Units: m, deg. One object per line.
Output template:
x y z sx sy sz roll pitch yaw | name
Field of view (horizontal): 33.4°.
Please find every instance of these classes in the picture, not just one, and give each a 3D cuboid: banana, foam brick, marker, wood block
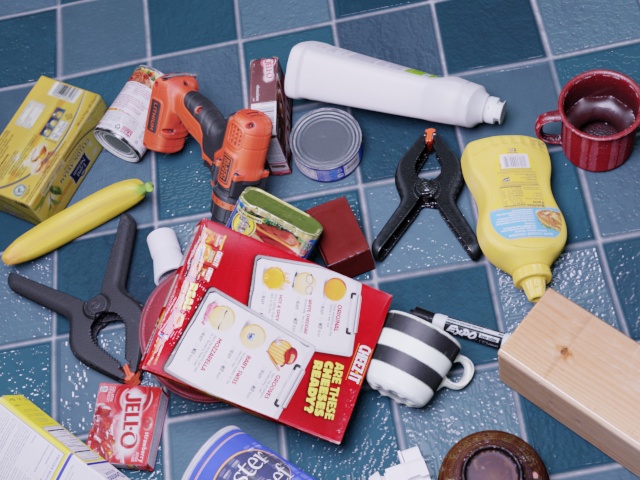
-0.286 -0.028 1.268 0.198 0.069 0.037 -29 90 1 | banana
0.021 0.000 1.198 0.051 0.053 0.078 -24 62 -2 | foam brick
0.152 0.095 1.141 0.121 0.020 0.020 16 67 18 | marker
0.285 0.149 1.047 0.206 0.090 0.090 35 75 25 | wood block

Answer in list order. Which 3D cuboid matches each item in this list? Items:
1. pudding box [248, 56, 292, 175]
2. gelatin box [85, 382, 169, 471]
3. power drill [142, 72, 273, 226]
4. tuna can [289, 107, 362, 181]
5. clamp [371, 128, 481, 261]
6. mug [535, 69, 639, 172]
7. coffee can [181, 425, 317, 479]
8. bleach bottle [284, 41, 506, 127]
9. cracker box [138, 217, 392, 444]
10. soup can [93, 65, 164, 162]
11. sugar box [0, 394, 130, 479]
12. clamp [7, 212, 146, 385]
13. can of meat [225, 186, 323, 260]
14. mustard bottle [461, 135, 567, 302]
-0.058 -0.147 1.269 0.039 0.090 0.113 -4 63 11 | pudding box
-0.209 0.200 1.151 0.073 0.030 0.089 3 64 13 | gelatin box
-0.133 -0.096 1.236 0.057 0.185 0.188 -11 40 -42 | power drill
0.008 -0.113 1.267 0.086 0.034 0.086 -3 63 6 | tuna can
0.113 -0.047 1.213 0.120 0.039 0.171 -5 59 3 | clamp
0.299 -0.128 1.193 0.117 0.081 0.093 -6 62 8 | mug
-0.057 0.261 1.048 0.140 0.103 0.102 28 71 23 | coffee can
0.091 -0.177 1.253 0.251 0.102 0.068 16 109 17 | bleach bottle
-0.057 0.094 1.093 0.213 0.072 0.164 23 79 -10 | cracker box
-0.226 -0.156 1.320 0.069 0.068 0.102 23 70 21 | soup can
-0.286 0.246 1.119 0.176 0.048 0.093 31 98 21 | sugar box
-0.263 0.081 1.221 0.164 0.036 0.210 -23 61 -2 | clamp
-0.058 0.001 1.163 0.102 0.057 0.084 28 113 0 | can of meat
0.217 -0.022 1.165 0.096 0.058 0.191 -2 61 -11 | mustard bottle
